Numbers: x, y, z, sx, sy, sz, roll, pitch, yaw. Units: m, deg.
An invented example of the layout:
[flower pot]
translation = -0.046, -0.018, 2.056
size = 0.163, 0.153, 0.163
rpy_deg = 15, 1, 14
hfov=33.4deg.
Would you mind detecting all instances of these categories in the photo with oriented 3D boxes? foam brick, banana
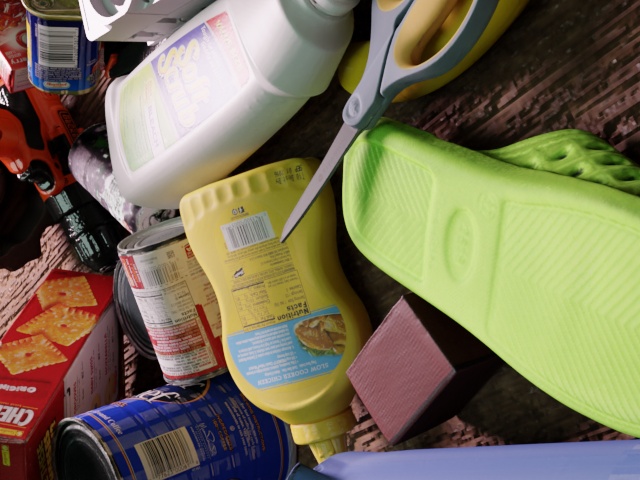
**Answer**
[foam brick]
translation = 0.061, 0.067, 0.596
size = 0.051, 0.052, 0.078
rpy_deg = 55, 136, 24
[banana]
translation = 0.061, -0.117, 0.546
size = 0.198, 0.037, 0.069
rpy_deg = -26, 82, 51

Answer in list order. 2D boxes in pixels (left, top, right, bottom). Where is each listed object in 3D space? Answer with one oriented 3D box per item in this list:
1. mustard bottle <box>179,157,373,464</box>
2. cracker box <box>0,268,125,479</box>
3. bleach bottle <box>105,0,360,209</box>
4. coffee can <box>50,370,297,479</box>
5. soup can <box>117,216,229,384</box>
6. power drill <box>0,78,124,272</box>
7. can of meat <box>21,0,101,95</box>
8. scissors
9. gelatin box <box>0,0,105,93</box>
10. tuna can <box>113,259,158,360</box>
[mustard bottle]
translation = -0.018, 0.050, 0.671
size = 0.096, 0.058, 0.191
rpy_deg = -17, 89, 20
[cracker box]
translation = -0.215, 0.145, 0.830
size = 0.072, 0.213, 0.164
rpy_deg = 8, 119, 6
[bleach bottle]
translation = -0.053, -0.105, 0.649
size = 0.251, 0.067, 0.102
rpy_deg = -32, 62, 52
[coffee can]
translation = -0.102, 0.152, 0.750
size = 0.103, 0.140, 0.103
rpy_deg = 20, 117, 46
[soup can]
translation = -0.094, 0.040, 0.747
size = 0.069, 0.068, 0.102
rpy_deg = 0, 114, 51
[power drill]
translation = -0.233, -0.052, 0.818
size = 0.057, 0.187, 0.184
rpy_deg = -30, 85, 16
[can of meat]
translation = -0.184, -0.167, 0.765
size = 0.084, 0.057, 0.102
rpy_deg = 110, 155, -53
[scissors]
translation = 0.023, -0.088, 0.554
size = 0.202, 0.016, 0.096
rpy_deg = -43, 48, 44
[gelatin box]
translation = -0.213, -0.158, 0.824
size = 0.073, 0.089, 0.030
rpy_deg = 54, 147, 23
[tuna can]
translation = -0.125, 0.047, 0.828
size = 0.086, 0.033, 0.086
rpy_deg = 20, 117, 46
